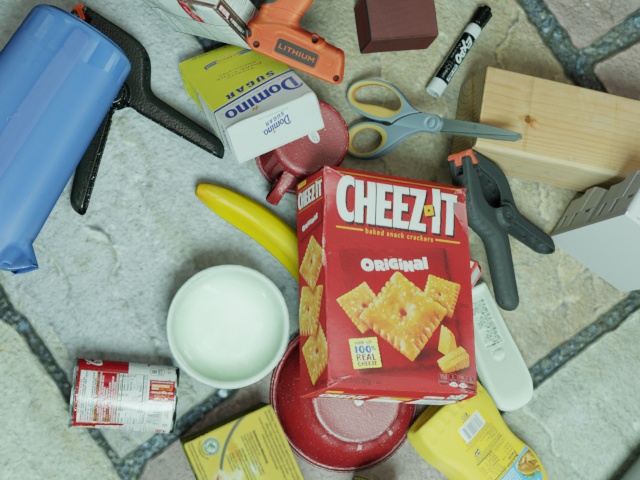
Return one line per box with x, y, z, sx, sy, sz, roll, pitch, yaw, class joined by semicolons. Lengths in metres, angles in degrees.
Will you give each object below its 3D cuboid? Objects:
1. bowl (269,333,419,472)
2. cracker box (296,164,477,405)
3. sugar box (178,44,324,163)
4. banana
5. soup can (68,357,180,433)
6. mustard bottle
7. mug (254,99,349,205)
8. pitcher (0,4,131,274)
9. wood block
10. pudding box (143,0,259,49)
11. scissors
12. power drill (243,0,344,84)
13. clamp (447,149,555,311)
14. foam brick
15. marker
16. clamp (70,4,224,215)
0.031;0.159;1.094;0.162;0.055;0.162;1;84;-11;bowl
0.064;0.046;1.026;0.164;0.072;0.213;7;72;-25;cracker box
-0.072;-0.145;1.054;0.093;0.176;0.048;-24;123;-10;sugar box
-0.045;0.003;1.087;0.198;0.069;0.037;44;112;21;banana
-0.192;0.153;1.046;0.102;0.068;0.068;6;82;-11;soup can
0.182;0.243;1.109;0.096;0.058;0.191;-41;92;-31;mustard bottle
-0.023;-0.089;1.099;0.093;0.081;0.117;33;79;-6;mug
-0.295;-0.103;1.013;0.149;0.145;0.243;35;83;-36;pitcher
0.256;-0.113;1.149;0.206;0.090;0.091;12;79;-9;wood block
-0.121;-0.236;1.070;0.114;0.090;0.039;20;82;29;pudding box
0.102;-0.106;1.107;0.202;0.016;0.096;30;96;29;scissors
0.020;-0.249;1.016;0.184;0.057;0.188;21;104;-6;power drill
0.191;-0.024;1.124;0.120;0.039;0.171;-38;108;-50;clamp
0.082;-0.235;1.151;0.078;0.053;0.051;-6;84;-12;foam brick
0.155;-0.211;1.179;0.020;0.020;0.121;34;79;-5;marker
-0.198;-0.146;1.093;0.164;0.036;0.210;-16;84;-6;clamp
